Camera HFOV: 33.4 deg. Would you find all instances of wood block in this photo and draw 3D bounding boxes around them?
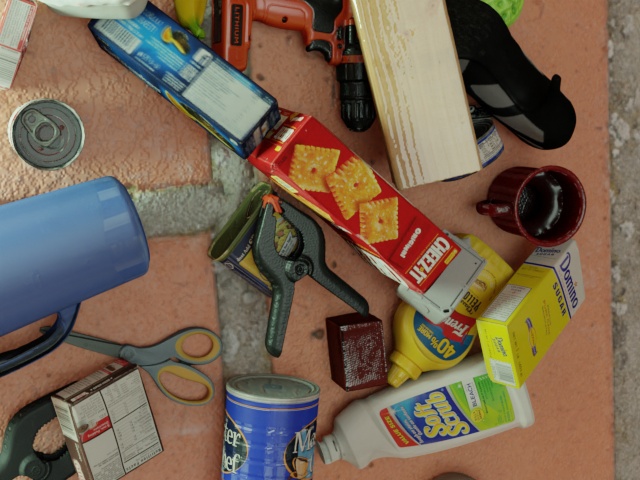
[{"bbox_3d":[0.095,-0.165,1.096,0.090,0.091,0.206,-14,100,3],"label":"wood block"}]

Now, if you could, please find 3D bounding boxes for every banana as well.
[{"bbox_3d":[-0.110,-0.294,1.095,0.037,0.070,0.198,28,76,-54],"label":"banana"}]

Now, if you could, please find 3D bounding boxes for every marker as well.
[{"bbox_3d":[0.159,-0.145,1.228,0.121,0.020,0.020,-8,100,-17],"label":"marker"}]

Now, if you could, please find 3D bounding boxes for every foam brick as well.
[{"bbox_3d":[0.041,0.124,1.209,0.051,0.053,0.078,-9,101,-17],"label":"foam brick"}]

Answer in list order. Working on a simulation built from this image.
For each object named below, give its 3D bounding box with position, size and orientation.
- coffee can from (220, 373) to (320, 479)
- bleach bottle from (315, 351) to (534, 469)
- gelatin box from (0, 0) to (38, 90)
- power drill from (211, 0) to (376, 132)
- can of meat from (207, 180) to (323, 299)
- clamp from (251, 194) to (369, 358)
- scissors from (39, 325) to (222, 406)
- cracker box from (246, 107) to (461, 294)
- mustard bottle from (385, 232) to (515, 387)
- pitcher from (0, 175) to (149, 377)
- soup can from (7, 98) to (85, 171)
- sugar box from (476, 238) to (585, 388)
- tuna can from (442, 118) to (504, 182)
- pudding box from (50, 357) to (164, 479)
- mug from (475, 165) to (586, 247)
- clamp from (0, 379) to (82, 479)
[{"bbox_3d":[-0.056,0.226,1.164,0.102,0.103,0.140,2,97,-19],"label":"coffee can"},{"bbox_3d":[0.117,0.209,1.241,0.250,0.068,0.102,-19,97,-13],"label":"bleach bottle"},{"bbox_3d":[-0.302,-0.192,1.040,0.030,0.073,0.089,18,91,-19],"label":"gelatin box"},{"bbox_3d":[-0.021,-0.209,1.141,0.187,0.057,0.184,-2,94,-21],"label":"power drill"},{"bbox_3d":[-0.058,0.001,1.157,0.084,0.057,0.102,38,86,-22],"label":"can of meat"},{"bbox_3d":[-0.015,0.030,1.128,0.120,0.039,0.171,-16,106,-21],"label":"clamp"},{"bbox_3d":[-0.190,0.108,1.150,0.201,0.016,0.096,35,84,-19],"label":"scissors"},{"bbox_3d":[0.025,-0.045,1.121,0.213,0.164,0.072,41,87,-19],"label":"cracker box"},{"bbox_3d":[0.140,0.090,1.229,0.096,0.058,0.191,43,81,-17],"label":"mustard bottle"},{"bbox_3d":[-0.295,0.032,1.052,0.242,0.149,0.145,-21,69,-18],"label":"pitcher"},{"bbox_3d":[-0.271,-0.105,1.047,0.068,0.102,0.068,-3,98,-18],"label":"soup can"},{"bbox_3d":[0.245,0.078,1.224,0.176,0.048,0.093,-42,130,-35],"label":"sugar box"},{"bbox_3d":[0.162,-0.101,1.200,0.086,0.086,0.033,-33,108,-12],"label":"tuna can"},{"bbox_3d":[-0.221,0.193,1.117,0.089,0.039,0.113,-29,120,-36],"label":"pudding box"},{"bbox_3d":[0.235,-0.042,1.234,0.117,0.082,0.093,-9,100,-17],"label":"mug"},{"bbox_3d":[-0.297,0.245,1.122,0.164,0.036,0.210,43,79,-25],"label":"clamp"}]
